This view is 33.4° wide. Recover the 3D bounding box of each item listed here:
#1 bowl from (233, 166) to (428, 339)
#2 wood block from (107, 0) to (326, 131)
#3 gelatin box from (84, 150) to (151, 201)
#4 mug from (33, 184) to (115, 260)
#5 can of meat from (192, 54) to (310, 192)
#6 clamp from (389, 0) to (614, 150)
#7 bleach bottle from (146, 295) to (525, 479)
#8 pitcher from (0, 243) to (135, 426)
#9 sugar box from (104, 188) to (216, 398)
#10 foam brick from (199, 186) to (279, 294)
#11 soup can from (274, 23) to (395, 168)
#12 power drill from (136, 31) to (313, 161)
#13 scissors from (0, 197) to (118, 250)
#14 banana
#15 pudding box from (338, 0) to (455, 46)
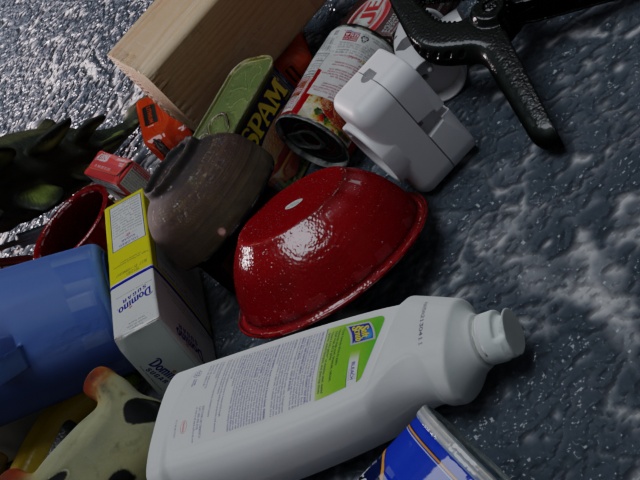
[{"bbox_3d":[-0.006,-0.004,0.754,0.162,0.055,0.162,-31,19,12],"label":"bowl"},{"bbox_3d":[-0.081,-0.206,0.967,0.206,0.090,0.090,-50,40,-6],"label":"wood block"},{"bbox_3d":[-0.165,-0.043,0.983,0.030,0.089,0.073,-55,34,-12],"label":"gelatin box"},{"bbox_3d":[-0.205,0.019,0.971,0.093,0.081,0.117,5,59,51],"label":"mug"},{"bbox_3d":[-0.050,-0.091,0.909,0.058,0.083,0.102,-2,54,47],"label":"can of meat"},{"bbox_3d":[0.127,-0.151,0.774,0.210,0.036,0.164,18,69,34],"label":"clamp"},{"bbox_3d":[0.008,0.099,0.666,0.251,0.068,0.102,-22,40,30],"label":"bleach bottle"},{"bbox_3d":[-0.270,0.093,0.835,0.242,0.145,0.149,-20,56,-3],"label":"pitcher"},{"bbox_3d":[-0.127,0.045,0.840,0.048,0.093,0.176,-28,35,9],"label":"sugar box"},{"bbox_3d":[-0.056,0.001,0.848,0.053,0.051,0.078,12,65,53],"label":"foam brick"},{"bbox_3d":[0.016,-0.119,0.879,0.069,0.068,0.102,3,57,50],"label":"soup can"},{"bbox_3d":[-0.097,-0.165,1.064,0.188,0.057,0.184,-39,34,13],"label":"power drill"},{"bbox_3d":[-0.284,-0.009,1.070,0.201,0.016,0.096,-17,14,-1],"label":"scissors"},{"bbox_3d":[-0.220,0.183,0.856,0.070,0.037,0.197,0,55,49],"label":"banana"},{"bbox_3d":[0.076,-0.213,0.936,0.113,0.039,0.090,-53,33,-10],"label":"pudding box"}]
